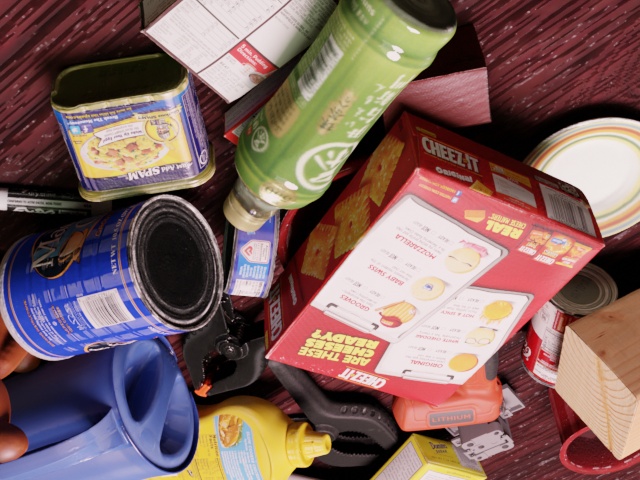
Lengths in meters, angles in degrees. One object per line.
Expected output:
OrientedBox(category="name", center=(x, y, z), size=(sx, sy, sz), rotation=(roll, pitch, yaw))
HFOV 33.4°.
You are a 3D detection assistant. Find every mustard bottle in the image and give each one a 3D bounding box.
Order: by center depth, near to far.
OrientedBox(category="mustard bottle", center=(-0.081, 0.193, 1.000), size=(0.192, 0.058, 0.096), rotation=(-7, 102, 23))

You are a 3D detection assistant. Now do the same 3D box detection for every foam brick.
OrientedBox(category="foam brick", center=(0.078, -0.111, 0.756), size=(0.078, 0.053, 0.051), rotation=(-10, 136, 4))

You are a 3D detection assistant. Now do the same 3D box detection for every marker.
OrientedBox(category="marker", center=(-0.223, -0.030, 0.827), size=(0.121, 0.020, 0.020), rotation=(4, 135, -11))

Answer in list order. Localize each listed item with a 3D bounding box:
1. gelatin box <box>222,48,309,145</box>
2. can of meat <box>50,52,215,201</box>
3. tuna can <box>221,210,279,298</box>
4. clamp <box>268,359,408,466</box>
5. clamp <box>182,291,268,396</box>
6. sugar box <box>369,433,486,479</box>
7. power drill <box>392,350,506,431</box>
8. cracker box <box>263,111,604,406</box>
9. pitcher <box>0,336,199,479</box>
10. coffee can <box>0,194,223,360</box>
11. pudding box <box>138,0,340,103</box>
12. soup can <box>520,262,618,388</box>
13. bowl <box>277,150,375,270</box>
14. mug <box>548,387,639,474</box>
OrientedBox(category="gelatin box", center=(-0.016, -0.091, 0.783), size=(0.073, 0.030, 0.089), rotation=(34, 124, -32))
OrientedBox(category="can of meat", center=(-0.133, -0.082, 0.759), size=(0.102, 0.057, 0.084), rotation=(-9, 134, 2))
OrientedBox(category="tuna can", center=(-0.055, 0.001, 0.832), size=(0.033, 0.086, 0.086), rotation=(6, 135, -11))
OrientedBox(category="clamp", center=(-0.009, 0.187, 1.063), size=(0.209, 0.036, 0.165), rotation=(26, 129, -24))
OrientedBox(category="clamp", center=(-0.065, 0.085, 0.940), size=(0.120, 0.039, 0.172), rotation=(25, 135, 3))
OrientedBox(category="sugar box", center=(0.078, 0.275, 1.087), size=(0.093, 0.048, 0.176), rotation=(22, 120, -37))
OrientedBox(category="power drill", center=(0.101, 0.097, 0.969), size=(0.184, 0.057, 0.188), rotation=(-6, 136, 0))
OrientedBox(category="cracker box", center=(0.076, 0.023, 0.800), size=(0.164, 0.072, 0.214), rotation=(19, 131, -23))
OrientedBox(category="pitcher", center=(-0.244, 0.174, 0.948), size=(0.243, 0.145, 0.149), rotation=(-20, 142, 19))
OrientedBox(category="coffee can", center=(-0.160, 0.030, 0.812), size=(0.141, 0.102, 0.102), rotation=(-14, 138, 32))
OrientedBox(category="pudding box", center=(-0.050, -0.154, 0.708), size=(0.114, 0.039, 0.090), rotation=(-34, 131, 22))
OrientedBox(category="soup can", center=(0.221, 0.076, 0.953), size=(0.068, 0.068, 0.102), rotation=(-2, 135, -5))
OrientedBox(category="bowl", center=(0.045, -0.018, 0.845), size=(0.162, 0.055, 0.162), rotation=(-3, 136, -3))
OrientedBox(category="mug", center=(0.274, 0.161, 1.037), size=(0.093, 0.081, 0.117), rotation=(8, 134, -15))
